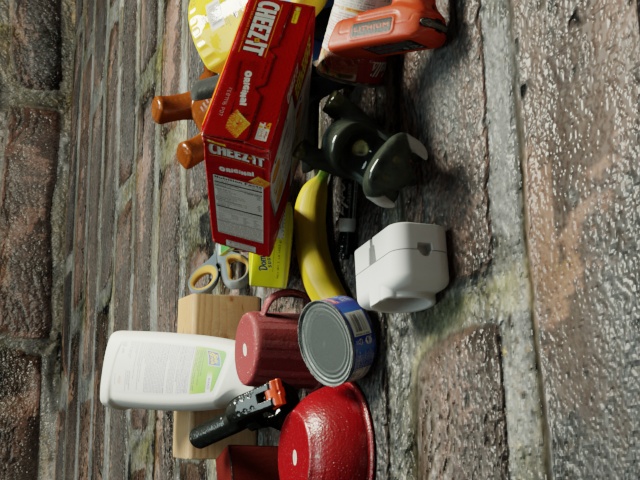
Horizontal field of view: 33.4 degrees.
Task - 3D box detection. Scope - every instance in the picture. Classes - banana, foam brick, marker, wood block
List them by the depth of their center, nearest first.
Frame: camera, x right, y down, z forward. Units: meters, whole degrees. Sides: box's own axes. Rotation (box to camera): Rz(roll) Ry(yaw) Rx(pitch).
[{"bbox_3d":[0.029,-0.041,1.094,0.020,0.020,0.121,179,95,-69],"label":"marker"},{"bbox_3d":[-0.002,0.009,1.139,0.070,0.037,0.198,124,144,-53],"label":"banana"},{"bbox_3d":[-0.074,0.266,1.216,0.053,0.078,0.051,126,144,-49],"label":"foam brick"},{"bbox_3d":[-0.135,0.177,1.376,0.091,0.090,0.206,157,115,-68],"label":"wood block"}]

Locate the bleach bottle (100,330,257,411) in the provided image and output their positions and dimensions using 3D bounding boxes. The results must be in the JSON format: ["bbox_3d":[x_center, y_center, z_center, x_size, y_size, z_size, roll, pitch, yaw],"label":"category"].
[{"bbox_3d":[-0.145,0.165,1.276,0.251,0.068,0.102,2,82,30],"label":"bleach bottle"}]

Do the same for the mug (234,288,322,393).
[{"bbox_3d":[-0.042,0.108,1.161,0.093,0.081,0.117,-134,52,-63],"label":"mug"}]

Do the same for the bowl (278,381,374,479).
[{"bbox_3d":[-0.002,0.217,1.073,0.162,0.055,0.162,-176,90,-68],"label":"bowl"}]

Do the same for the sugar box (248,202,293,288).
[{"bbox_3d":[-0.058,0.002,1.212,0.176,0.048,0.093,-165,80,-84],"label":"sugar box"}]

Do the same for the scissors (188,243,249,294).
[{"bbox_3d":[-0.149,0.020,1.465,0.202,0.096,0.016,51,164,58],"label":"scissors"}]

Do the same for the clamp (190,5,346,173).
[{"bbox_3d":[-0.035,-0.178,1.141,0.210,0.164,0.036,-54,15,39],"label":"clamp"}]

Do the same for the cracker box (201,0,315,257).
[{"bbox_3d":[-0.060,-0.106,1.034,0.214,0.072,0.164,95,-171,-64],"label":"cracker box"}]

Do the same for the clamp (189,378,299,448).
[{"bbox_3d":[-0.079,0.189,1.150,0.172,0.120,0.039,111,140,-64],"label":"clamp"}]

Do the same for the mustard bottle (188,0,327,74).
[{"bbox_3d":[-0.046,-0.251,1.077,0.192,0.058,0.096,-29,63,29],"label":"mustard bottle"}]

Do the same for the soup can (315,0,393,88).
[{"bbox_3d":[0.039,-0.207,1.039,0.068,0.068,0.102,-129,48,-61],"label":"soup can"}]

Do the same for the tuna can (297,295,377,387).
[{"bbox_3d":[0.016,0.097,1.043,0.086,0.033,0.086,17,112,50],"label":"tuna can"}]

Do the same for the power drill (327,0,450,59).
[{"bbox_3d":[0.046,-0.261,0.954,0.185,0.057,0.187,-1,89,36],"label":"power drill"}]
